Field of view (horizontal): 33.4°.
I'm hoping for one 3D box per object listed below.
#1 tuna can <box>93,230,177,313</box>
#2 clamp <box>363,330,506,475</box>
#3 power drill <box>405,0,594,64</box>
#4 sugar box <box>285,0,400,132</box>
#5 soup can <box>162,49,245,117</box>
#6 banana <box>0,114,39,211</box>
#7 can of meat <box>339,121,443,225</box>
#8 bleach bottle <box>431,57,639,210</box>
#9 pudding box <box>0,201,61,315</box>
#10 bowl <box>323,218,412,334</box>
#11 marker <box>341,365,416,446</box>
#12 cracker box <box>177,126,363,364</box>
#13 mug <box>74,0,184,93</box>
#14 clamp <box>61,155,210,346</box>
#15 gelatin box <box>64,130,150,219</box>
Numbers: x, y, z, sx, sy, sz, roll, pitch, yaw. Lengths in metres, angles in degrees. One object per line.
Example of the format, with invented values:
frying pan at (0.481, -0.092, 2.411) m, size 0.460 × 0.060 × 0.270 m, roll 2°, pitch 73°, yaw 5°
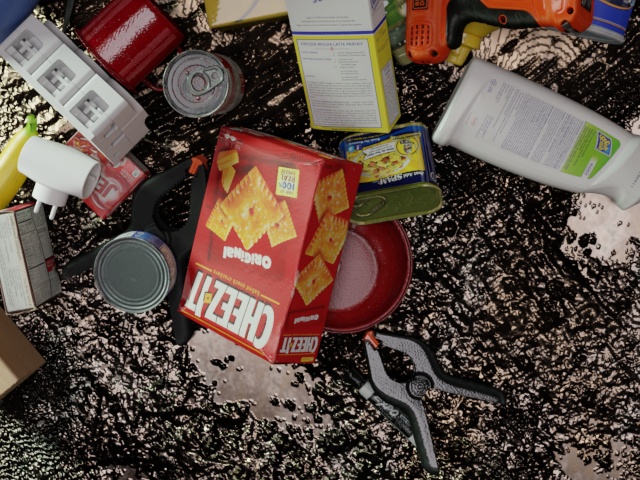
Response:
tuna can at (-0.200, 0.033, 1.158) m, size 0.086 × 0.033 × 0.086 m, roll 3°, pitch 105°, yaw 10°
clamp at (0.105, 0.171, 1.170) m, size 0.171 × 0.039 × 0.120 m, roll 36°, pitch 79°, yaw 3°
power drill at (0.168, -0.265, 1.029) m, size 0.188 × 0.057 × 0.184 m, roll 3°, pitch 93°, yaw 31°
sugar box at (0.023, -0.197, 1.084) m, size 0.093 × 0.048 × 0.176 m, roll 5°, pitch 124°, yaw 24°
soup can at (-0.120, -0.164, 1.121) m, size 0.068 × 0.102 × 0.068 m, roll 1°, pitch 98°, yaw 6°
banana at (-0.367, -0.054, 1.176) m, size 0.037 × 0.069 × 0.198 m, roll 34°, pitch 87°, yaw 16°
can of meat at (0.072, -0.071, 1.119) m, size 0.102 × 0.057 × 0.084 m, roll -10°, pitch 61°, yaw 7°
bleach bottle at (0.249, -0.094, 1.111) m, size 0.251 × 0.068 × 0.102 m, roll 27°, pitch 100°, yaw 0°
pudding box at (-0.326, 0.018, 1.177) m, size 0.039 × 0.090 × 0.113 m, roll -11°, pitch 97°, yaw 7°
bowl at (0.019, 0.028, 1.157) m, size 0.162 × 0.055 × 0.162 m, roll 1°, pitch 98°, yaw 6°
marker at (0.070, 0.184, 1.191) m, size 0.121 × 0.020 × 0.020 m, roll 43°, pitch 100°, yaw -1°
cracker box at (-0.057, 0.001, 1.113) m, size 0.164 × 0.071 × 0.214 m, roll 23°, pitch 102°, yaw 42°
mug at (-0.191, -0.210, 1.136) m, size 0.081 × 0.093 × 0.117 m, roll -42°, pitch 118°, yaw 5°
clamp at (-0.188, -0.004, 1.185) m, size 0.164 × 0.036 × 0.210 m, roll 22°, pitch 104°, yaw 2°
gelatin box at (-0.245, -0.079, 1.184) m, size 0.073 × 0.030 × 0.089 m, roll -44°, pitch 91°, yaw 11°
